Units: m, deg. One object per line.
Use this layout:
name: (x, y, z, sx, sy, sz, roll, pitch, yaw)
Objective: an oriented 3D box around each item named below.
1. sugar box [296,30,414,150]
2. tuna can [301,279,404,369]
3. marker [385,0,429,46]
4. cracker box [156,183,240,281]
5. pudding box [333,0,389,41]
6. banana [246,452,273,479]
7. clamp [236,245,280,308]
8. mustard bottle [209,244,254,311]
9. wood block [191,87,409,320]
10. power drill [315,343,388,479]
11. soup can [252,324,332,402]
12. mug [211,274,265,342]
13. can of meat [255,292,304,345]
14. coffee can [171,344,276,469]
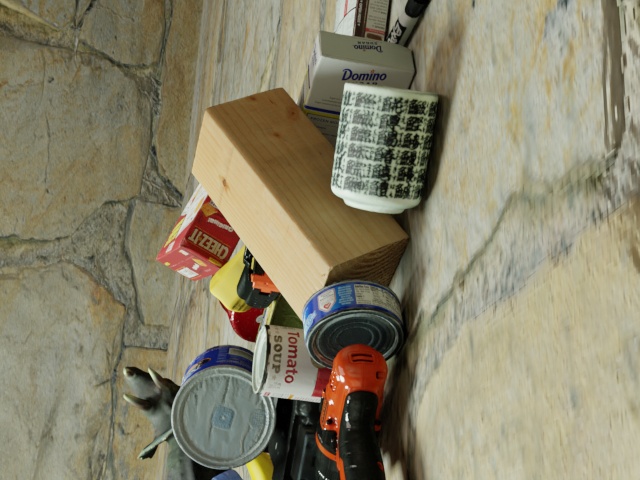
sugar box: (0.021, -0.118, 1.042, 0.048, 0.093, 0.176, -94, 18, -44)
tuna can: (0.028, 0.073, 0.906, 0.034, 0.086, 0.086, -96, 19, -44)
marker: (0.076, -0.198, 1.012, 0.121, 0.020, 0.020, 122, 153, -61)
cracker box: (-0.118, -0.058, 1.374, 0.213, 0.072, 0.164, -62, 13, -15)
pudding box: (0.041, -0.227, 1.149, 0.113, 0.039, 0.090, 161, 116, -78)
banana: (-0.068, 0.333, 1.247, 0.070, 0.037, 0.198, -15, 68, 36)
clamp: (-0.057, 0.001, 1.079, 0.210, 0.036, 0.164, -123, 42, -78)
mustard bottle: (-0.045, -0.004, 1.238, 0.192, 0.058, 0.096, -48, -7, 14)
wood block: (-0.024, -0.033, 0.978, 0.206, 0.090, 0.091, 52, 144, 26)
power drill: (0.027, 0.208, 0.883, 0.187, 0.057, 0.184, -98, 11, -47)
soup can: (-0.008, 0.117, 1.003, 0.068, 0.102, 0.068, -172, 90, -78)
mug: (-0.094, 0.076, 1.408, 0.093, 0.117, 0.081, -49, 26, 10)
can of meat: (-0.030, 0.089, 1.075, 0.084, 0.057, 0.102, -129, 54, -78)
coffee can: (-0.099, 0.169, 1.110, 0.140, 0.102, 0.103, -136, 55, -85)
